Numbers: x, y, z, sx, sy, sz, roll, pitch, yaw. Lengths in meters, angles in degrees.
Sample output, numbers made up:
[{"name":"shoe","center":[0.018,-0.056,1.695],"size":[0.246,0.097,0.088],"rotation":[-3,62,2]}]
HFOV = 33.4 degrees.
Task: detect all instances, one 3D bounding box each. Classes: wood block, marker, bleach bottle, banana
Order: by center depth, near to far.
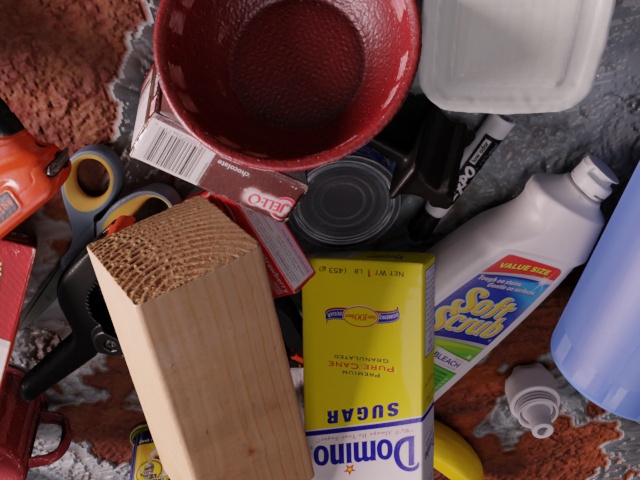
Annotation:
[{"name":"wood block","center":[-0.078,0.087,0.736],"size":[0.090,0.091,0.206],"rotation":[-26,125,-21]},{"name":"marker","center":[0.099,-0.044,0.773],"size":[0.020,0.020,0.121],"rotation":[22,124,-19]},{"name":"bleach bottle","center":[0.117,0.028,0.806],"size":[0.102,0.068,0.251],"rotation":[30,118,-25]},{"name":"banana","center":[0.070,0.173,0.934],"size":[0.197,0.037,0.070],"rotation":[19,142,-16]}]

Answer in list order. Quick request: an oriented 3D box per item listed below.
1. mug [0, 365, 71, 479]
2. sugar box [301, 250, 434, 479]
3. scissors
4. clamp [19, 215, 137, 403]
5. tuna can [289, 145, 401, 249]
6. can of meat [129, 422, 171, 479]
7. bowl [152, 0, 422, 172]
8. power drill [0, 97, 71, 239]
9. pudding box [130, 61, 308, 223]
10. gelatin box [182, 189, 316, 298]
[{"name":"mug","center":[-0.263,0.161,0.873],"size":[0.117,0.081,0.093],"rotation":[6,127,-8]},{"name":"sugar box","center":[0.035,0.097,0.781],"size":[0.093,0.048,0.176],"rotation":[2,99,18]},{"name":"scissors","center":[-0.188,-0.003,0.789],"size":[0.202,0.016,0.096],"rotation":[-26,109,29]},{"name":"clamp","center":[-0.160,0.069,0.802],"size":[0.164,0.036,0.210],"rotation":[8,128,9]},{"name":"tuna can","center":[0.015,-0.036,0.766],"size":[0.086,0.034,0.086],"rotation":[-2,128,-2]},{"name":"can of meat","center":[-0.113,0.197,0.909],"size":[0.102,0.084,0.057],"rotation":[-14,127,7]},{"name":"bowl","center":[-0.018,-0.117,0.657],"size":[0.162,0.162,0.055],"rotation":[-11,172,5]},{"name":"power drill","center":[-0.267,-0.072,0.674],"size":[0.184,0.057,0.187],"rotation":[-35,108,13]},{"name":"pudding box","center":[-0.064,-0.069,0.700],"size":[0.113,0.090,0.039],"rotation":[26,120,-21]},{"name":"gelatin box","center":[-0.055,0.001,0.757],"size":[0.073,0.030,0.089],"rotation":[-16,111,50]}]
